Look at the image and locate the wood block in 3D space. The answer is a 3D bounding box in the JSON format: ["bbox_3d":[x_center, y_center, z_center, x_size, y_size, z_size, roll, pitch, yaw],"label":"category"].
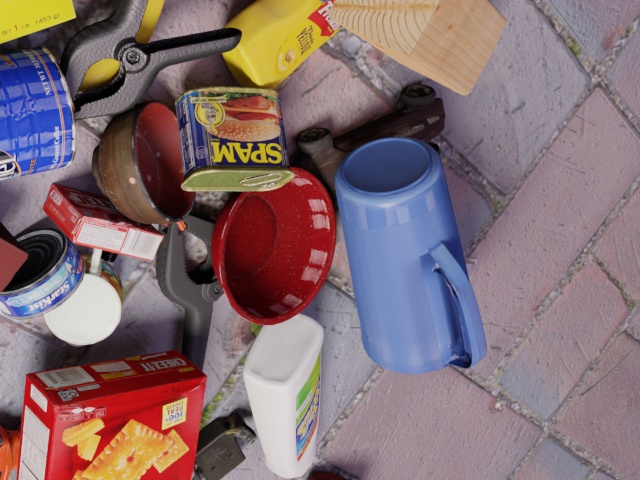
[{"bbox_3d":[0.099,-0.212,1.023,0.090,0.091,0.205,-62,160,9],"label":"wood block"}]

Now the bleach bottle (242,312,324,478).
[{"bbox_3d":[-0.033,0.191,1.209,0.251,0.068,0.102,85,28,-51],"label":"bleach bottle"}]

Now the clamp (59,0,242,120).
[{"bbox_3d":[-0.161,-0.170,0.890,0.171,0.039,0.120,-35,119,-5],"label":"clamp"}]

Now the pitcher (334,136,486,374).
[{"bbox_3d":[0.095,0.020,1.114,0.145,0.149,0.243,-75,157,-46],"label":"pitcher"}]

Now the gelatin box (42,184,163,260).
[{"bbox_3d":[-0.199,-0.017,0.977,0.089,0.073,0.030,16,105,-41],"label":"gelatin box"}]

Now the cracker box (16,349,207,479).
[{"bbox_3d":[-0.206,0.224,1.039,0.163,0.072,0.214,-5,114,-38],"label":"cracker box"}]

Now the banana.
[{"bbox_3d":[-0.168,-0.203,0.917,0.069,0.037,0.198,21,101,-44],"label":"banana"}]

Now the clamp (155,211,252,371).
[{"bbox_3d":[-0.120,0.053,1.100,0.164,0.036,0.210,-47,134,-16],"label":"clamp"}]

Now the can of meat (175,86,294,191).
[{"bbox_3d":[-0.080,-0.093,0.980,0.101,0.058,0.084,-1,75,-28],"label":"can of meat"}]

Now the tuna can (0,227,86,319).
[{"bbox_3d":[-0.255,0.028,0.951,0.086,0.086,0.033,-37,130,-15],"label":"tuna can"}]

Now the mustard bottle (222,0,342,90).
[{"bbox_3d":[-0.007,-0.222,1.007,0.191,0.058,0.096,-43,157,-11],"label":"mustard bottle"}]

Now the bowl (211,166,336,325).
[{"bbox_3d":[-0.057,0.001,1.075,0.161,0.055,0.162,-16,113,-43],"label":"bowl"}]

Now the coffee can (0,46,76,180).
[{"bbox_3d":[-0.280,-0.093,0.850,0.140,0.103,0.103,-16,124,-30],"label":"coffee can"}]

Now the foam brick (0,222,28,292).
[{"bbox_3d":[-0.296,0.007,0.914,0.053,0.078,0.051,-52,132,-1],"label":"foam brick"}]
